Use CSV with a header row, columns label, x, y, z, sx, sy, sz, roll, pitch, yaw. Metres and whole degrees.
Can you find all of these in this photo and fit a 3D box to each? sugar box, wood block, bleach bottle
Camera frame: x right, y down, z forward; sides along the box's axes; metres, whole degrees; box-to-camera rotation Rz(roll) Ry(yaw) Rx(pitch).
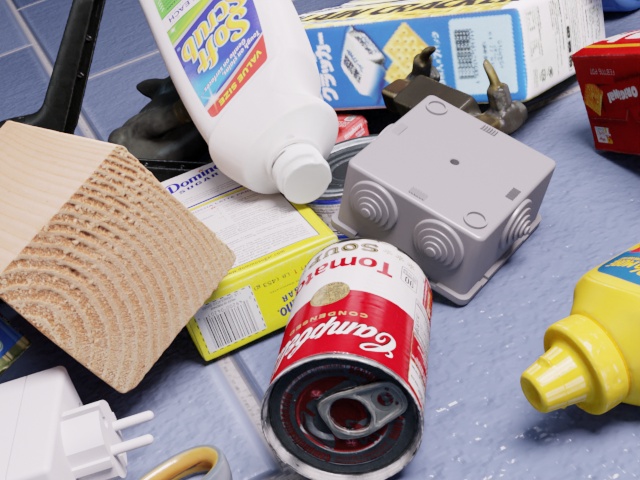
label,x,y,z,sx,sy,sz,roll,pitch,yaw
sugar box,-0.054,0.001,0.643,0.093,0.048,0.176,-23,24,-9
wood block,-0.144,0.000,0.592,0.090,0.090,0.206,-51,29,-13
bleach bottle,-0.043,-0.113,0.681,0.102,0.068,0.251,-37,44,7

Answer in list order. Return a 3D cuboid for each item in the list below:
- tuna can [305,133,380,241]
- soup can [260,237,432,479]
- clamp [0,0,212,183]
label,x,y,z,sx,sy,sz,roll,pitch,yaw
tuna can,0.025,-0.034,0.673,0.086,0.034,0.086,-14,27,7
soup can,0.015,0.051,0.482,0.068,0.068,0.102,-10,27,14
clamp,-0.172,-0.052,0.752,0.210,0.164,0.036,-41,4,18
